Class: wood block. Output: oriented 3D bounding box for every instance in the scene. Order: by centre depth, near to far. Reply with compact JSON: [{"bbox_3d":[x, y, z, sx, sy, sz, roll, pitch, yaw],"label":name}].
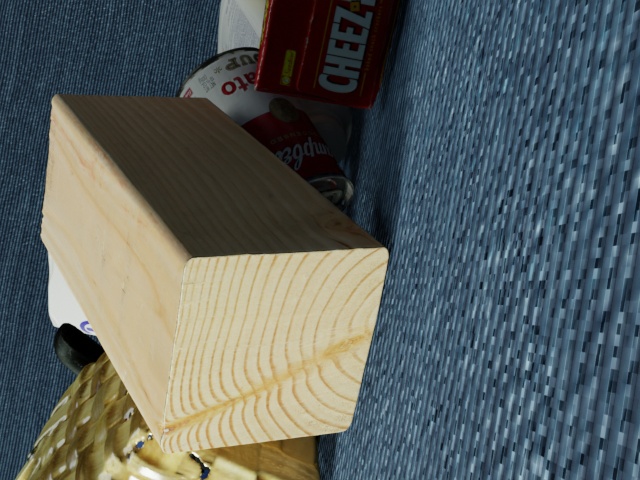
[{"bbox_3d":[-0.063,0.003,0.510,0.206,0.090,0.090,43,128,53],"label":"wood block"}]

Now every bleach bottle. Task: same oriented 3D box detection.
[{"bbox_3d":[-0.024,-0.112,0.764,0.251,0.068,0.103,-113,23,-57],"label":"bleach bottle"}]

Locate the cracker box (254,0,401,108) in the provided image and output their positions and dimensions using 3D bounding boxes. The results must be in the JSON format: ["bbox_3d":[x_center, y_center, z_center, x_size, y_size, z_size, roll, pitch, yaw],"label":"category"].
[{"bbox_3d":[0.012,-0.185,0.610,0.213,0.072,0.164,-93,14,-66],"label":"cracker box"}]

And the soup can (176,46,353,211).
[{"bbox_3d":[-0.034,-0.054,0.625,0.102,0.068,0.069,59,156,23],"label":"soup can"}]
